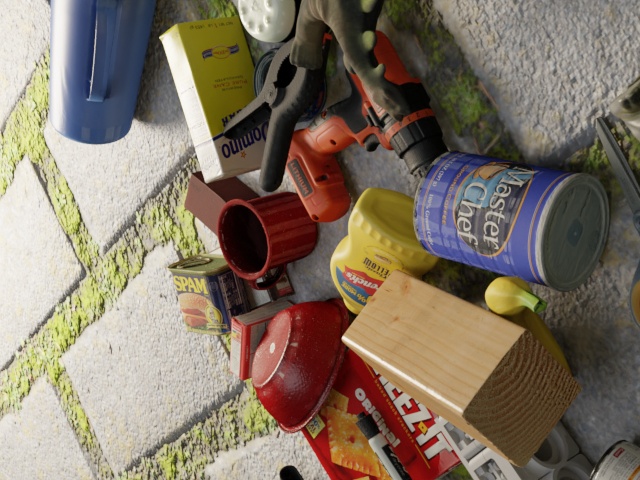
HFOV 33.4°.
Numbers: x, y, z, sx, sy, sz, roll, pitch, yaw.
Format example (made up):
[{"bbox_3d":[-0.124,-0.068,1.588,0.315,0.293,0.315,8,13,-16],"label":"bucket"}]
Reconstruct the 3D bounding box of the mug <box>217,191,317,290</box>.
[{"bbox_3d":[-0.058,0.001,1.219,0.093,0.081,0.117,22,119,41],"label":"mug"}]

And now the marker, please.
[{"bbox_3d":[0.073,0.229,1.096,0.121,0.020,0.020,57,137,13],"label":"marker"}]

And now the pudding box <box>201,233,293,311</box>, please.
[{"bbox_3d":[-0.091,0.042,1.304,0.114,0.039,0.090,-24,87,51],"label":"pudding box"}]

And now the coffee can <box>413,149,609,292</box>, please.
[{"bbox_3d":[0.168,-0.020,0.949,0.141,0.102,0.103,17,115,44],"label":"coffee can"}]

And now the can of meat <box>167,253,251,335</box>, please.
[{"bbox_3d":[-0.131,0.065,1.282,0.102,0.057,0.084,3,110,50],"label":"can of meat"}]

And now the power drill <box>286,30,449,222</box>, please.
[{"bbox_3d":[0.046,-0.093,1.093,0.188,0.057,0.184,-39,70,44],"label":"power drill"}]

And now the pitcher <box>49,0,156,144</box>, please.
[{"bbox_3d":[-0.278,-0.239,1.335,0.145,0.149,0.243,31,129,20],"label":"pitcher"}]

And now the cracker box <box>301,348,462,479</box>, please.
[{"bbox_3d":[0.073,0.193,1.152,0.164,0.071,0.214,58,136,15],"label":"cracker box"}]

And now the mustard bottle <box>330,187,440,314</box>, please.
[{"bbox_3d":[0.060,0.026,1.095,0.096,0.058,0.192,27,148,3],"label":"mustard bottle"}]

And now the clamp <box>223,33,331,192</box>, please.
[{"bbox_3d":[-0.046,-0.148,1.119,0.120,0.039,0.171,40,109,42],"label":"clamp"}]

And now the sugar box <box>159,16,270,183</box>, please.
[{"bbox_3d":[-0.111,-0.161,1.212,0.048,0.093,0.176,-20,89,49],"label":"sugar box"}]

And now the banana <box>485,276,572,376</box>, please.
[{"bbox_3d":[0.180,0.075,0.938,0.037,0.197,0.070,-36,58,3],"label":"banana"}]

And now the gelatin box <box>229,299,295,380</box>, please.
[{"bbox_3d":[-0.065,0.117,1.262,0.030,0.089,0.073,27,122,41],"label":"gelatin box"}]

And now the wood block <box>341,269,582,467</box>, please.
[{"bbox_3d":[0.119,0.108,0.956,0.090,0.090,0.206,43,171,-29],"label":"wood block"}]

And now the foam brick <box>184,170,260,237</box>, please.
[{"bbox_3d":[-0.119,-0.047,1.292,0.078,0.051,0.053,40,129,31],"label":"foam brick"}]

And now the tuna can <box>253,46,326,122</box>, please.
[{"bbox_3d":[-0.035,-0.170,1.169,0.086,0.033,0.086,19,117,42],"label":"tuna can"}]

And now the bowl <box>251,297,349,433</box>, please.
[{"bbox_3d":[-0.032,0.130,1.188,0.162,0.055,0.162,-52,24,34],"label":"bowl"}]
